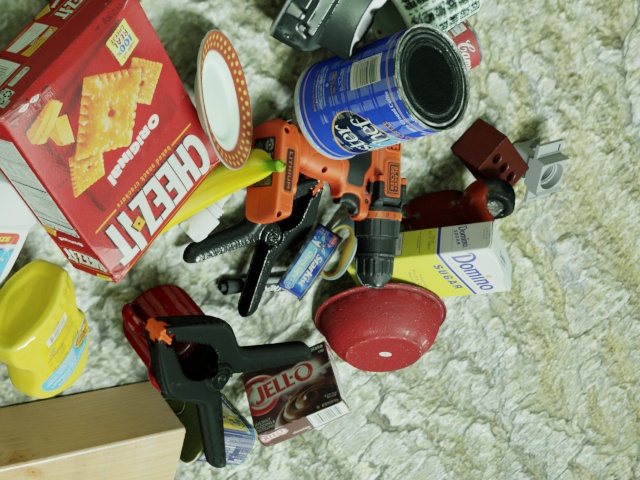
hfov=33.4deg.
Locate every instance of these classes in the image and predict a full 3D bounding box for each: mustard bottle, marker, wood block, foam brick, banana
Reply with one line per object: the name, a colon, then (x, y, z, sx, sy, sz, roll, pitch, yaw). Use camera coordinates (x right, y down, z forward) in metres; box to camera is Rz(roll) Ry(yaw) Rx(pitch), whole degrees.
mustard bottle: (-0.263, 0.099, 1.026, 0.192, 0.058, 0.096, 92, 21, -63)
marker: (-0.063, 0.050, 1.205, 0.120, 0.020, 0.020, -1, 122, -38)
wood block: (-0.260, 0.225, 1.130, 0.205, 0.091, 0.090, -7, 126, -36)
foam brick: (0.204, -0.099, 1.281, 0.053, 0.051, 0.078, -48, 138, 2)
banana: (-0.125, -0.044, 1.044, 0.198, 0.069, 0.037, -28, 99, 8)

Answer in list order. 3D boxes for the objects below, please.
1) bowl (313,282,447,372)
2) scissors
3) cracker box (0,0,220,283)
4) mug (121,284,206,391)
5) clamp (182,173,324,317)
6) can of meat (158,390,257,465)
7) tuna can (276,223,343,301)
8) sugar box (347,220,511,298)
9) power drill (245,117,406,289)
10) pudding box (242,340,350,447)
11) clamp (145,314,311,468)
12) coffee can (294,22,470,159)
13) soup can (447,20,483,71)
bowl: (0.074, 0.114, 1.280, 0.162, 0.055, 0.162, -2, 147, -2)
scissors: (0.066, -0.032, 1.203, 0.202, 0.096, 0.016, -59, 168, 17)
cracker box: (-0.189, -0.092, 0.917, 0.164, 0.072, 0.213, -53, 142, -24)
mug: (-0.163, 0.096, 1.114, 0.093, 0.082, 0.117, -52, 138, 7)
clamp: (-0.058, 0.001, 1.150, 0.171, 0.039, 0.120, -39, 135, -11)
can of meat: (-0.132, 0.210, 1.216, 0.083, 0.102, 0.057, 21, 106, -48)
tuna can: (-0.012, 0.023, 1.181, 0.086, 0.034, 0.086, -56, -179, 1)
sugar box: (0.127, 0.029, 1.246, 0.176, 0.048, 0.093, -6, 144, 23)
power drill: (0.011, -0.046, 1.113, 0.187, 0.057, 0.184, 7, 82, -41)
pudding box: (-0.030, 0.181, 1.259, 0.113, 0.090, 0.039, -22, 140, 5)
clamp: (-0.101, 0.128, 1.097, 0.164, 0.036, 0.210, -47, 135, -12)
coffee can: (0.058, -0.141, 1.030, 0.102, 0.141, 0.103, 8, 77, -41)
soup can: (0.110, -0.189, 1.122, 0.102, 0.069, 0.068, -33, 137, -13)
